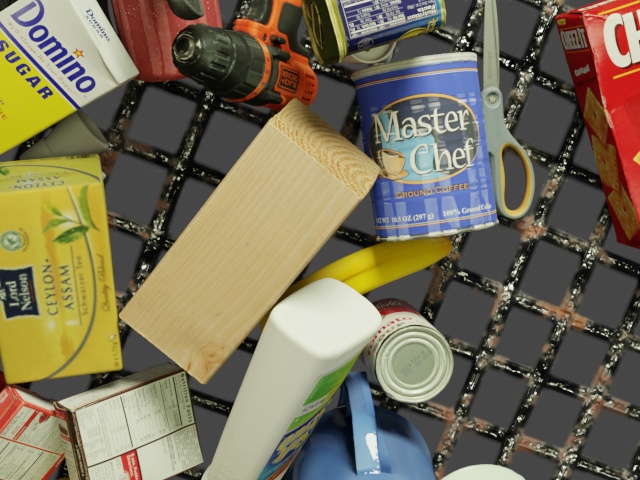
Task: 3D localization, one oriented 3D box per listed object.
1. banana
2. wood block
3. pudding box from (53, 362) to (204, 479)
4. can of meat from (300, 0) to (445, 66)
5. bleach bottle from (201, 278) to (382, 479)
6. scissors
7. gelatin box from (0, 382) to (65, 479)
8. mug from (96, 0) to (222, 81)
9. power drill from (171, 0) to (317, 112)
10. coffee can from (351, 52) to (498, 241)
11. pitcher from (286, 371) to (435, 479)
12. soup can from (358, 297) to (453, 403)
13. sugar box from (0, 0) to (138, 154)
[{"bbox_3d":[0.024,0.037,0.916,0.198,0.069,0.037,-28,75,-2],"label":"banana"},{"bbox_3d":[-0.055,0.001,0.843,0.091,0.090,0.206,39,113,-2],"label":"wood block"},{"bbox_3d":[-0.159,0.162,0.897,0.113,0.039,0.090,-17,102,-38],"label":"pudding box"},{"bbox_3d":[0.038,-0.168,0.783,0.084,0.102,0.057,-17,99,-8],"label":"can of meat"},{"bbox_3d":[-0.039,0.153,0.890,0.068,0.102,0.251,37,124,19],"label":"bleach bottle"},{"bbox_3d":[0.132,-0.110,0.929,0.096,0.016,0.202,-18,101,-5],"label":"scissors"},{"bbox_3d":[-0.247,0.163,0.886,0.073,0.030,0.089,-51,144,1],"label":"gelatin box"},{"bbox_3d":[-0.131,-0.176,0.846,0.117,0.093,0.081,5,119,27],"label":"mug"},{"bbox_3d":[-0.045,-0.197,0.820,0.057,0.184,0.188,13,93,23],"label":"power drill"},{"bbox_3d":[0.086,-0.076,0.876,0.102,0.103,0.140,-9,94,-7],"label":"coffee can"},{"bbox_3d":[0.038,0.215,0.852,0.149,0.243,0.145,42,94,-6],"label":"pitcher"},{"bbox_3d":[0.069,0.093,0.908,0.068,0.102,0.068,-1,99,-8],"label":"soup can"},{"bbox_3d":[-0.239,-0.124,0.826,0.176,0.048,0.093,-26,103,22],"label":"sugar box"}]
